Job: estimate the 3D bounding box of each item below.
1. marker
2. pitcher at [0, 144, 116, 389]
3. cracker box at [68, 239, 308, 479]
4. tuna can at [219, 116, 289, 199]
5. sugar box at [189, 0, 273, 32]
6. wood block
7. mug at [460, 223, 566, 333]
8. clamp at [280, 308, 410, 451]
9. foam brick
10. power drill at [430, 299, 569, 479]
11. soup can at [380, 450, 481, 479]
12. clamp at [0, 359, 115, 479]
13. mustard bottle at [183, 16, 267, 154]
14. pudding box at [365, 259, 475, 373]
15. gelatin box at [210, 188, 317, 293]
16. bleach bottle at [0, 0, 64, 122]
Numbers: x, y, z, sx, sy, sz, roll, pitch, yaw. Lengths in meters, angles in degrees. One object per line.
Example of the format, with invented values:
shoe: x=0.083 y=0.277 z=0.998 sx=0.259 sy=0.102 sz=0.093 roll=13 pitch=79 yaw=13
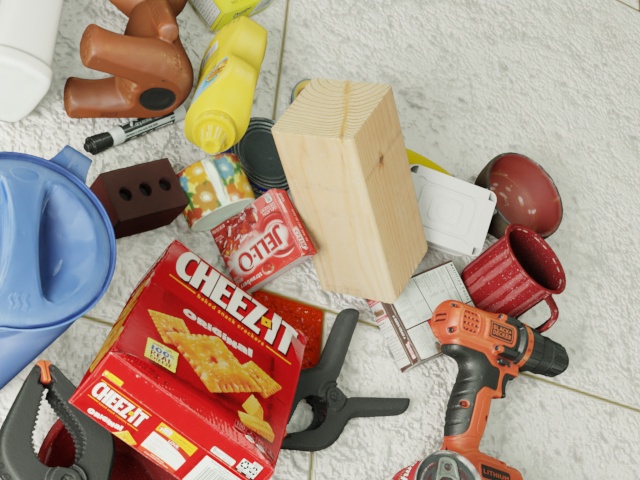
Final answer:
marker: x=-0.186 y=-0.112 z=1.071 sx=0.120 sy=0.020 sz=0.020 roll=-29 pitch=83 yaw=-38
pitcher: x=-0.251 y=0.037 z=0.808 sx=0.148 sy=0.243 sz=0.145 roll=-11 pitch=72 yaw=-36
cracker box: x=-0.102 y=0.108 z=0.919 sx=0.164 sy=0.072 sz=0.213 roll=38 pitch=24 yaw=-10
tuna can: x=-0.062 y=-0.085 z=1.124 sx=0.086 sy=0.034 sz=0.086 roll=14 pitch=59 yaw=-25
sugar box: x=-0.132 y=-0.327 z=1.199 sx=0.093 sy=0.048 sz=0.176 roll=-34 pitch=87 yaw=-39
wood block: x=0.034 y=-0.047 z=1.055 sx=0.090 sy=0.090 sz=0.206 roll=-54 pitch=142 yaw=-38
mug: x=0.217 y=0.051 z=1.183 sx=0.093 sy=0.082 sz=0.117 roll=-13 pitch=66 yaw=-53
clamp: x=0.005 y=0.142 z=1.042 sx=0.171 sy=0.039 sz=0.120 roll=-21 pitch=81 yaw=-38
foam brick: x=-0.175 y=-0.039 z=1.018 sx=0.078 sy=0.051 sz=0.053 roll=-19 pitch=77 yaw=-37
power drill: x=0.183 y=0.169 z=1.107 sx=0.184 sy=0.057 sz=0.187 roll=21 pitch=66 yaw=-29
soup can: x=0.088 y=0.230 z=0.935 sx=0.068 sy=0.102 sz=0.068 roll=12 pitch=61 yaw=-22
clamp: x=-0.205 y=0.196 z=0.814 sx=0.164 sy=0.036 sz=0.210 roll=-10 pitch=69 yaw=-35
mustard bottle: x=-0.096 y=-0.143 z=1.056 sx=0.058 sy=0.096 sz=0.191 roll=31 pitch=32 yaw=-17
pudding box: x=0.115 y=0.080 z=1.146 sx=0.113 sy=0.039 sz=0.090 roll=-19 pitch=77 yaw=-39
gelatin box: x=-0.057 y=0.001 z=1.046 sx=0.030 sy=0.089 sz=0.073 roll=-8 pitch=69 yaw=-59
bleach bottle: x=-0.277 y=-0.242 z=1.028 sx=0.068 sy=0.103 sz=0.251 roll=22 pitch=57 yaw=-27
